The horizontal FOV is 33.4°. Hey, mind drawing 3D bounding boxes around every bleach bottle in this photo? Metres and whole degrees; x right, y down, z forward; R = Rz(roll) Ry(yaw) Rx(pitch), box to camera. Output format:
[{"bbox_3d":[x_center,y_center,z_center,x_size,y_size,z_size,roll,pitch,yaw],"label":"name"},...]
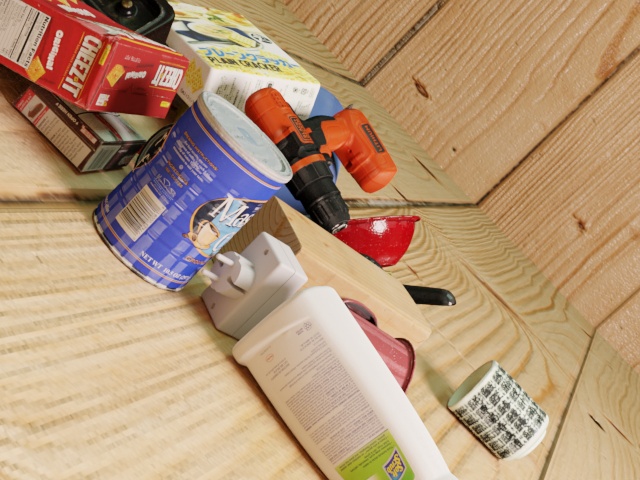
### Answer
[{"bbox_3d":[0.034,0.163,0.854,0.251,0.103,0.068,57,25,18],"label":"bleach bottle"}]

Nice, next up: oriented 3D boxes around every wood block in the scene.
[{"bbox_3d":[0.005,0.055,1.065,0.205,0.091,0.090,34,17,-40],"label":"wood block"}]

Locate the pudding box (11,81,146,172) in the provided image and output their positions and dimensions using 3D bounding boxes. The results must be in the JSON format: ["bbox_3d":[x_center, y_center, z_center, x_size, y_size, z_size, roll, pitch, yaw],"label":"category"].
[{"bbox_3d":[-0.221,-0.109,0.991,0.090,0.039,0.113,43,11,4],"label":"pudding box"}]

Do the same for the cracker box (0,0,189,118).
[{"bbox_3d":[-0.246,-0.190,0.961,0.214,0.072,0.164,29,11,11],"label":"cracker box"}]

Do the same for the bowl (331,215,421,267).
[{"bbox_3d":[0.043,0.007,1.278,0.162,0.162,0.055,6,77,-69],"label":"bowl"}]

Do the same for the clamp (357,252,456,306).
[{"bbox_3d":[0.066,0.061,1.185,0.171,0.120,0.039,44,15,14],"label":"clamp"}]

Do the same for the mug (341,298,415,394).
[{"bbox_3d":[0.028,0.102,0.977,0.081,0.093,0.117,34,44,-24],"label":"mug"}]

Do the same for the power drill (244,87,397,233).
[{"bbox_3d":[0.012,-0.091,1.216,0.187,0.057,0.184,-5,62,-58],"label":"power drill"}]

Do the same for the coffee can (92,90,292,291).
[{"bbox_3d":[-0.108,-0.041,0.902,0.102,0.140,0.103,42,14,-13],"label":"coffee can"}]
